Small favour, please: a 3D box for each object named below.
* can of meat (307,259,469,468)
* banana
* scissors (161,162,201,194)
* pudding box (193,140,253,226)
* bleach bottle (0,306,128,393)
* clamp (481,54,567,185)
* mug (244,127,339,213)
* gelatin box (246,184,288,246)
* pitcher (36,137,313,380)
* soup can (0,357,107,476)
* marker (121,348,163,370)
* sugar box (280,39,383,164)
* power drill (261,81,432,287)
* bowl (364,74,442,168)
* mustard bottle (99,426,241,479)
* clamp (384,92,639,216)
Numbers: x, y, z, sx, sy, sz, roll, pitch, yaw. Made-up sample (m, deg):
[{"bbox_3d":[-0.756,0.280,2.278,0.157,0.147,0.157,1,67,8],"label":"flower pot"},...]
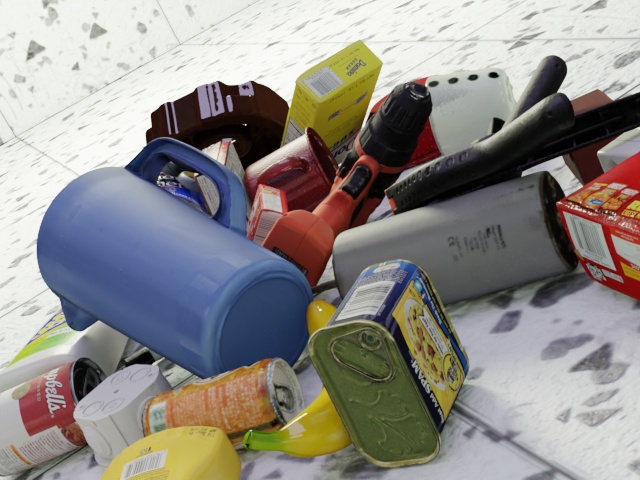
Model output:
[{"bbox_3d":[0.046,0.073,0.657,0.058,0.102,0.083,-15,21,31],"label":"can of meat"},{"bbox_3d":[0.007,0.093,0.718,0.037,0.069,0.197,-59,1,23],"label":"banana"},{"bbox_3d":[-0.105,-0.064,1.194,0.096,0.201,0.016,39,109,44],"label":"scissors"},{"bbox_3d":[-0.090,-0.036,1.088,0.039,0.113,0.090,-21,20,8],"label":"pudding box"},{"bbox_3d":[-0.233,0.092,1.032,0.102,0.068,0.250,-21,18,10],"label":"bleach bottle"},{"bbox_3d":[0.153,-0.069,0.917,0.171,0.039,0.120,-60,-3,-21],"label":"clamp"},{"bbox_3d":[-0.028,-0.058,1.084,0.081,0.093,0.117,-28,-13,13],"label":"mug"},{"bbox_3d":[-0.057,0.001,0.999,0.030,0.089,0.073,15,19,-10],"label":"gelatin box"},{"bbox_3d":[-0.115,0.022,0.871,0.144,0.149,0.243,-29,35,-32],"label":"pitcher"},{"bbox_3d":[-0.227,0.146,0.878,0.102,0.068,0.068,-24,20,12],"label":"soup can"},{"bbox_3d":[-0.127,0.086,0.971,0.121,0.020,0.020,-34,20,-16],"label":"marker"},{"bbox_3d":[0.007,-0.132,1.165,0.093,0.048,0.176,-34,-20,-24],"label":"sugar box"},{"bbox_3d":[0.021,-0.036,0.923,0.187,0.057,0.185,-48,-10,-42],"label":"power drill"},{"bbox_3d":[0.107,-0.137,1.173,0.162,0.055,0.162,-24,20,9],"label":"bowl"},{"bbox_3d":[-0.107,0.188,0.627,0.096,0.058,0.191,-21,20,14],"label":"mustard bottle"},{"bbox_3d":[0.141,-0.063,0.797,0.164,0.036,0.210,-11,-11,-45],"label":"clamp"}]
